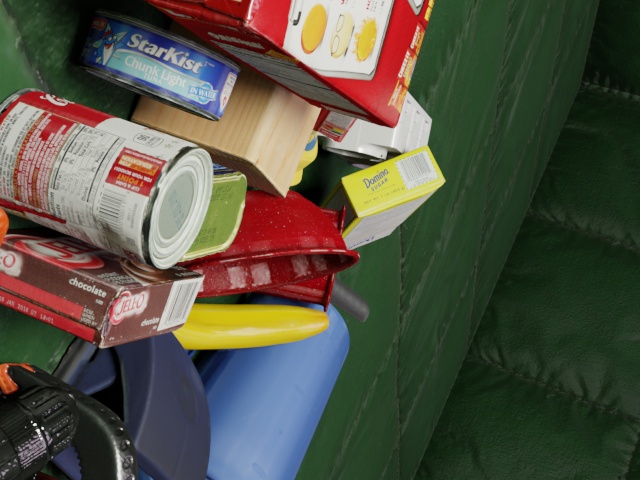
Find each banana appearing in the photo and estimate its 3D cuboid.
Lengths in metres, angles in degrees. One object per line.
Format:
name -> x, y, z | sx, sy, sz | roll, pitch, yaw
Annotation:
banana -> -0.075, 0.067, 0.831 | 0.197, 0.070, 0.037 | 7, 81, -53

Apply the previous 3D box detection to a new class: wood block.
wood block -> -0.035, -0.147, 0.709 | 0.090, 0.091, 0.206 | 46, 65, -72

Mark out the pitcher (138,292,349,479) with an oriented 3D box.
pitcher -> -0.067, 0.140, 0.909 | 0.242, 0.145, 0.149 | -59, 173, -46

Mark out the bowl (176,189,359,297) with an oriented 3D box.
bowl -> -0.055, 0.001, 0.770 | 0.162, 0.162, 0.055 | 26, 53, -74

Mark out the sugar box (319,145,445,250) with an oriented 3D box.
sugar box -> 0.046, -0.032, 1.027 | 0.093, 0.048, 0.176 | -21, 173, -18

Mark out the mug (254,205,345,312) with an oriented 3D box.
mug -> -0.026, 0.006, 0.896 | 0.117, 0.081, 0.093 | 105, -5, -80

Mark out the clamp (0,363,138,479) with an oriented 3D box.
clamp -> -0.141, 0.169, 0.606 | 0.164, 0.210, 0.036 | -38, 167, 6

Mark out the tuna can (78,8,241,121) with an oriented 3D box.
tuna can -> -0.090, -0.096, 0.593 | 0.034, 0.086, 0.086 | -69, 164, 2

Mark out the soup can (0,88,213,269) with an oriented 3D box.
soup can -> -0.115, -0.032, 0.552 | 0.068, 0.102, 0.068 | 20, 90, -74

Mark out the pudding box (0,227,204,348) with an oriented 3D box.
pudding box -> -0.129, 0.023, 0.596 | 0.113, 0.090, 0.039 | 2, 109, -74

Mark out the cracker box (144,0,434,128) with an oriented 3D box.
cracker box -> 0.003, -0.165, 0.559 | 0.213, 0.072, 0.164 | 17, 91, -67

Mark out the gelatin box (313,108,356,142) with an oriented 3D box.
gelatin box -> 0.027, -0.126, 0.776 | 0.073, 0.030, 0.089 | 133, -20, -67
